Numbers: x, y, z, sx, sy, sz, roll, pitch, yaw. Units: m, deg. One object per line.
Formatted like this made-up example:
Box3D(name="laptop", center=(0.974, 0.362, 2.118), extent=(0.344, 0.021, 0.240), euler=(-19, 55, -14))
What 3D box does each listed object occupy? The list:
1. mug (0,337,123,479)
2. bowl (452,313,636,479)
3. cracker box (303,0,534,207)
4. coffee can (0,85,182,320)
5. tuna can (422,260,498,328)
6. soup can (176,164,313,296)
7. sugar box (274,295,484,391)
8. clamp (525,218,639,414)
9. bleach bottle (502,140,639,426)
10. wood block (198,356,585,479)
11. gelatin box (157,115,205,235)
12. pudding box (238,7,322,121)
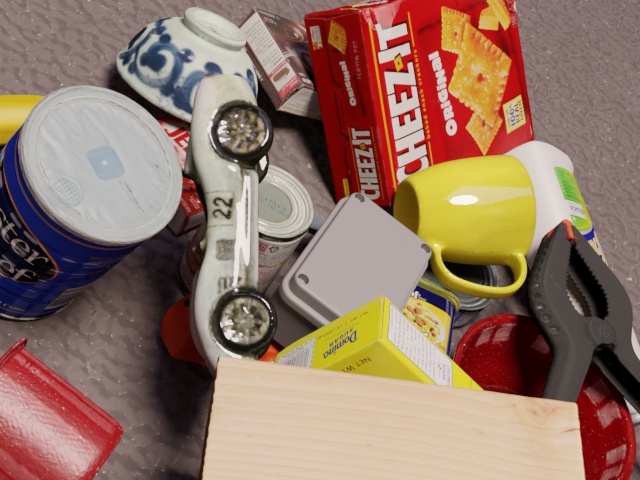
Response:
Box3D(name="mug", center=(-0.176, 0.126, 0.612), extent=(0.081, 0.093, 0.117), euler=(39, 76, -4))
Box3D(name="bowl", center=(0.158, 0.137, 0.813), extent=(0.162, 0.055, 0.162), euler=(16, 48, -19))
Box3D(name="cracker box", center=(0.094, -0.135, 0.928), extent=(0.213, 0.072, 0.164), euler=(-24, 110, -42))
Box3D(name="coffee can", center=(-0.165, -0.020, 0.675), extent=(0.102, 0.141, 0.103), euler=(18, 58, -31))
Box3D(name="tuna can", center=(0.102, 0.029, 0.883), extent=(0.086, 0.034, 0.086), euler=(16, 48, -19))
Box3D(name="soup can", center=(-0.055, 0.001, 0.765), extent=(0.068, 0.102, 0.068), euler=(16, 48, -19))
Box3D(name="sugar box", center=(0.058, 0.118, 0.686), extent=(0.176, 0.093, 0.048), euler=(44, 33, -24))
Box3D(name="clamp", center=(0.216, 0.083, 0.819), extent=(0.164, 0.036, 0.210), euler=(13, 55, -23))
Box3D(name="bleach bottle", center=(0.223, 0.040, 0.919), extent=(0.102, 0.068, 0.251), euler=(16, 49, -57))
Box3D(name="wood block", center=(0.035, 0.137, 0.604), extent=(0.206, 0.090, 0.091), euler=(8, 52, -6))
Box3D(name="gelatin box", center=(-0.106, -0.055, 0.831), extent=(0.073, 0.030, 0.089), euler=(-27, 71, -42))
Box3D(name="pudding box", center=(-0.015, -0.149, 0.933), extent=(0.113, 0.039, 0.090), euler=(2, 51, -54))
